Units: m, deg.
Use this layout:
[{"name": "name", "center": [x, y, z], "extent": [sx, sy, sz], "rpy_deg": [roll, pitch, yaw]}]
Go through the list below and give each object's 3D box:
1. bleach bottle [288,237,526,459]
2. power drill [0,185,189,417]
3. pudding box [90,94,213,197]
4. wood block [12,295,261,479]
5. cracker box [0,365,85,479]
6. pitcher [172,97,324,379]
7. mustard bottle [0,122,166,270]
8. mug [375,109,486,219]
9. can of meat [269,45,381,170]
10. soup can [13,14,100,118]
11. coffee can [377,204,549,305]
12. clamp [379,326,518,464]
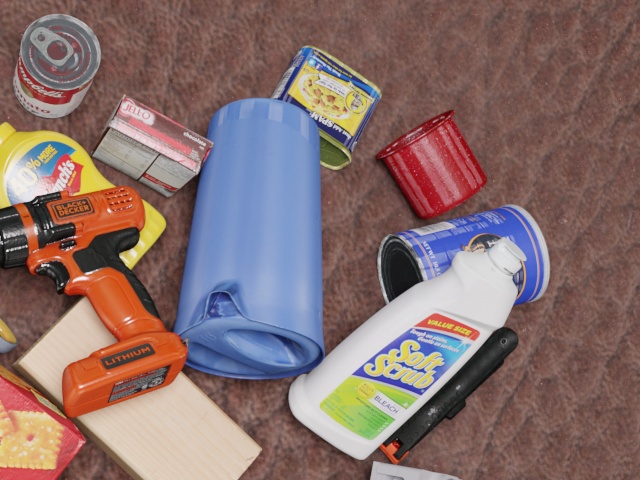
[{"name": "bleach bottle", "center": [0.086, 0.089, 0.984], "extent": [0.102, 0.068, 0.251], "rpy_deg": [37, 111, -14]}, {"name": "power drill", "center": [-0.204, 0.045, 0.864], "extent": [0.184, 0.057, 0.188], "rpy_deg": [-16, 64, -28]}, {"name": "pudding box", "center": [-0.156, -0.084, 0.975], "extent": [0.090, 0.114, 0.039], "rpy_deg": [29, 70, -14]}, {"name": "wood block", "center": [-0.163, 0.148, 0.948], "extent": [0.206, 0.090, 0.090], "rpy_deg": [46, 70, -8]}, {"name": "cracker box", "center": [-0.301, 0.104, 0.842], "extent": [0.213, 0.164, 0.072], "rpy_deg": [45, 74, -21]}, {"name": "pitcher", "center": [-0.056, 0.001, 0.978], "extent": [0.144, 0.149, 0.243], "rpy_deg": [17, 59, -25]}, {"name": "mustard bottle", "center": [-0.240, -0.042, 0.968], "extent": [0.191, 0.058, 0.096], "rpy_deg": [42, 69, -9]}, {"name": "mug", "center": [0.121, -0.079, 1.097], "extent": [0.081, 0.093, 0.117], "rpy_deg": [58, 32, -8]}, {"name": "can of meat", "center": [0.001, -0.135, 1.072], "extent": [0.102, 0.058, 0.084], "rpy_deg": [32, 70, -13]}, {"name": "soup can", "center": [-0.240, -0.155, 0.963], "extent": [0.068, 0.102, 0.068], "rpy_deg": [3, 80, -20]}, {"name": "coffee can", "center": [0.143, 0.028, 1.071], "extent": [0.140, 0.103, 0.103], "rpy_deg": [-14, 86, -21]}, {"name": "clamp", "center": [0.129, 0.149, 1.044], "extent": [0.171, 0.120, 0.039], "rpy_deg": [-42, 71, -18]}]
